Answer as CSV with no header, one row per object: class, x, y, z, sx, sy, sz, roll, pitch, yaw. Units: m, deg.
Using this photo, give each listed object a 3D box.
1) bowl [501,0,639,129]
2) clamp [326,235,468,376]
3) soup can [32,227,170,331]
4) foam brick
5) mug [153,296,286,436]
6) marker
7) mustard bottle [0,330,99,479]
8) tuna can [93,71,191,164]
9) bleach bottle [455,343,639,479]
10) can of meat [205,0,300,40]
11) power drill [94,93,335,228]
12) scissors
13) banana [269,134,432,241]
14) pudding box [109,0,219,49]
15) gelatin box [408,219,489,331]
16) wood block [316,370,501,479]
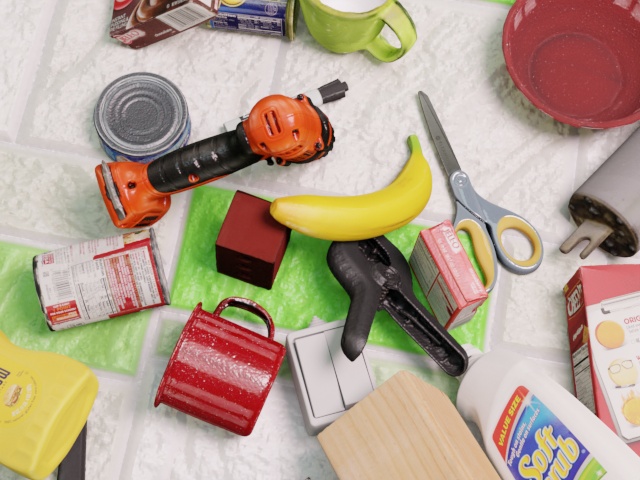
bowl,0.242,-0.166,0.986,0.162,0.055,0.162,1,72,-2
clamp,0.058,0.046,0.891,0.120,0.039,0.171,24,36,-29
soup can,-0.183,0.033,0.894,0.102,0.068,0.068,-13,73,-7
foam brick,-0.056,0.001,0.906,0.053,0.078,0.051,20,70,4
mug,-0.075,0.099,0.871,0.081,0.093,0.117,23,54,0
marker,-0.030,-0.120,0.978,0.121,0.020,0.020,-23,74,-10
mustard bottle,-0.281,0.112,0.858,0.192,0.058,0.096,21,70,17
tuna can,-0.160,-0.108,0.960,0.086,0.034,0.086,1,72,-2
bleach bottle,0.178,0.173,0.826,0.103,0.068,0.251,-57,46,14
can of meat,-0.060,-0.243,0.998,0.084,0.057,0.102,7,71,3
power drill,-0.081,-0.068,0.900,0.188,0.184,0.057,-22,86,10
scissors,0.145,-0.046,0.963,0.096,0.016,0.202,-3,72,-5
banana,0.041,-0.034,0.911,0.070,0.037,0.197,45,43,17
pudding box,-0.139,-0.232,0.969,0.114,0.039,0.090,-10,67,37
gelatin box,0.106,0.031,0.897,0.030,0.089,0.073,-23,74,-10
wood block,0.095,0.210,0.790,0.090,0.090,0.206,-40,54,11
